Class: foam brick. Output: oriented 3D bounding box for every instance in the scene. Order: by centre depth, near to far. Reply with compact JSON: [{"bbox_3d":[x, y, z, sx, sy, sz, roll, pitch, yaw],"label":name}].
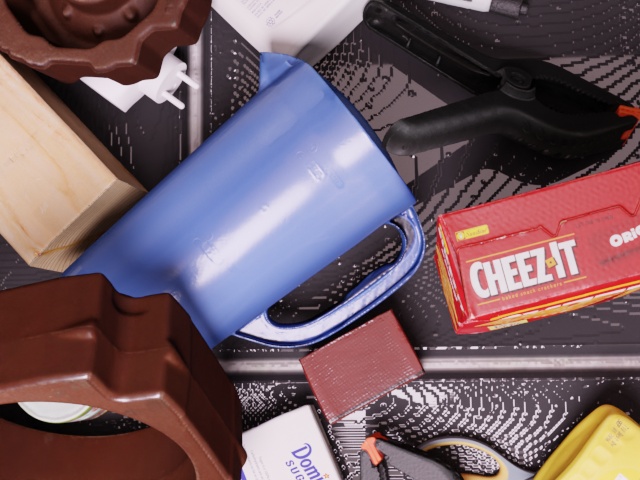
[{"bbox_3d":[0.030,0.091,0.770,0.078,0.053,0.051,-29,82,1],"label":"foam brick"}]

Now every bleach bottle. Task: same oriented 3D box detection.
[{"bbox_3d":[-0.075,-0.243,0.811,0.102,0.068,0.251,-43,80,0],"label":"bleach bottle"}]

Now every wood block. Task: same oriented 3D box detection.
[{"bbox_3d":[-0.237,-0.081,0.794,0.090,0.091,0.206,-44,82,0],"label":"wood block"}]

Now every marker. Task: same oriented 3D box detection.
[{"bbox_3d":[0.098,-0.188,0.809,0.121,0.020,0.020,14,85,7],"label":"marker"}]

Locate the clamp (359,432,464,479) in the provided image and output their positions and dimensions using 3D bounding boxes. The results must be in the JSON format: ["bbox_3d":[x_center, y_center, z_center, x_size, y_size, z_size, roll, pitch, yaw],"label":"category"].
[{"bbox_3d":[0.075,0.217,0.744,0.120,0.039,0.171,-43,76,0],"label":"clamp"}]

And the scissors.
[{"bbox_3d":[0.160,0.194,0.765,0.202,0.016,0.096,12,87,7],"label":"scissors"}]

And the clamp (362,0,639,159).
[{"bbox_3d":[0.127,-0.109,0.762,0.209,0.036,0.164,5,45,-19],"label":"clamp"}]

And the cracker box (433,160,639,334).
[{"bbox_3d":[0.160,0.008,0.684,0.164,0.213,0.072,-16,83,3],"label":"cracker box"}]

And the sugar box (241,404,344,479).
[{"bbox_3d":[-0.069,0.194,0.772,0.176,0.048,0.093,-22,81,0],"label":"sugar box"}]

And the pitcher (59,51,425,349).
[{"bbox_3d":[-0.055,0.001,0.755,0.243,0.145,0.149,-39,52,4],"label":"pitcher"}]
